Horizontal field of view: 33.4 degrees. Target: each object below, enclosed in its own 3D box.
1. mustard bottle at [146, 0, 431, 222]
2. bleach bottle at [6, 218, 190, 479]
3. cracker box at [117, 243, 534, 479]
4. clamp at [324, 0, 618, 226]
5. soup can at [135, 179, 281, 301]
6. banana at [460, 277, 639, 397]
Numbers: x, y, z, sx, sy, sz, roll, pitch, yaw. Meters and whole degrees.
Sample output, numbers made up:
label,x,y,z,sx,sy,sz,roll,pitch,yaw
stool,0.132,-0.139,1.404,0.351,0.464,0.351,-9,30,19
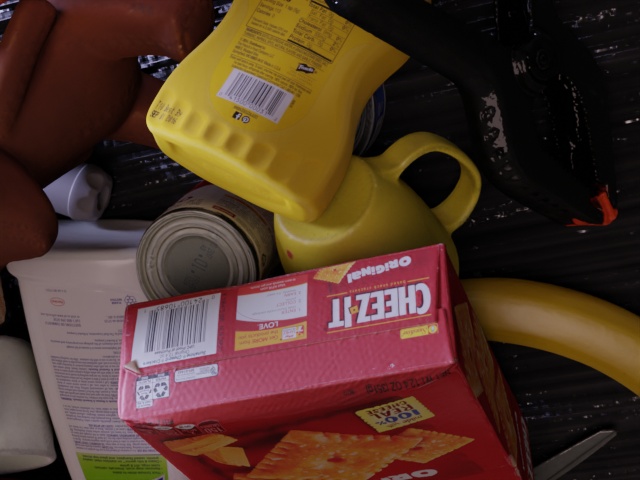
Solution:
label,x,y,z,sx,sy,sz,roll,pitch,yaw
mustard bottle,0.000,-0.111,0.533,0.096,0.058,0.191,26,76,14
bleach bottle,-0.125,0.114,0.664,0.103,0.068,0.251,1,110,13
cracker box,0.015,0.098,0.563,0.164,0.072,0.213,-12,143,15
clamp,0.088,-0.086,0.527,0.036,0.164,0.210,1,123,51
soup can,-0.054,0.001,0.591,0.068,0.102,0.068,4,108,11
banana,0.140,0.061,0.603,0.198,0.037,0.070,26,109,3
